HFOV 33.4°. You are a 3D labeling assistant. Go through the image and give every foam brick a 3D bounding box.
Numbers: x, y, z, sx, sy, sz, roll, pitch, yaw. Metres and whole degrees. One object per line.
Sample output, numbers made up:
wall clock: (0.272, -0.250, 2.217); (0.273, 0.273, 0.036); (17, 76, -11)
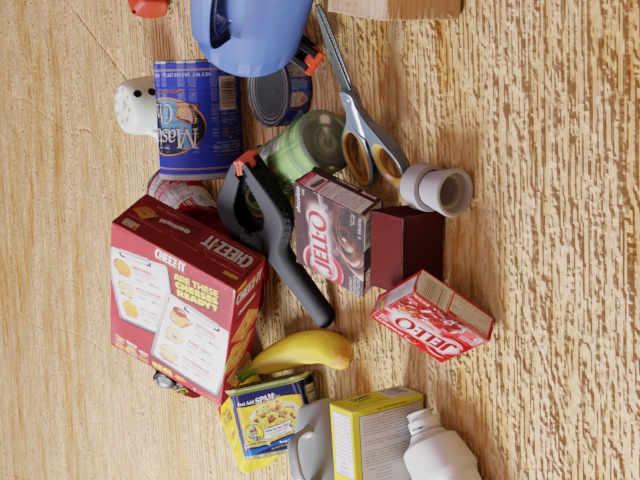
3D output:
foam brick: (0.082, 0.008, 1.021); (0.051, 0.052, 0.078); (18, 111, 54)

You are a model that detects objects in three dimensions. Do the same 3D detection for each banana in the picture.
banana: (-0.016, 0.128, 1.187); (0.037, 0.069, 0.198); (47, 144, -18)

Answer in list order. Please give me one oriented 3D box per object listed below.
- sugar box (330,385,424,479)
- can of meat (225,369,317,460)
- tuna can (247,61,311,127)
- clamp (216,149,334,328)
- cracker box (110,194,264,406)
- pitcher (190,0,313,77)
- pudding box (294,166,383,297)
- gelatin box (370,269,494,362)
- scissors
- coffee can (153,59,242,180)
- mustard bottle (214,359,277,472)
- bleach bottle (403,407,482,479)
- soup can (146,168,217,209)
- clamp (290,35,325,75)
sugar box: (0.061, 0.242, 1.068); (0.048, 0.093, 0.176); (12, 107, 55)
can of meat: (-0.049, 0.200, 1.225); (0.102, 0.057, 0.084); (-14, 87, 15)
tuna can: (-0.046, -0.169, 1.190); (0.086, 0.033, 0.086); (18, 111, 54)
clamp: (-0.058, 0.001, 1.165); (0.165, 0.036, 0.210); (19, 131, 25)
cracker box: (-0.155, 0.071, 1.222); (0.164, 0.072, 0.214); (27, 137, 15)
pitcher: (-0.063, -0.246, 0.968); (0.243, 0.149, 0.145); (110, 144, -66)
pudding box: (0.018, -0.008, 1.081); (0.090, 0.039, 0.113); (27, 137, 28)
gelatin box: (0.103, 0.072, 0.979); (0.073, 0.089, 0.030); (-35, 25, 52)
scissors: (0.043, -0.125, 1.017); (0.096, 0.016, 0.202); (31, 147, 35)
coffee can: (-0.146, -0.147, 1.282); (0.103, 0.102, 0.140); (12, 107, 55)
mustard bottle: (-0.106, 0.187, 1.337); (0.192, 0.058, 0.096); (65, 151, 25)
bleach bottle: (0.130, 0.284, 1.005); (0.103, 0.067, 0.251); (-42, 60, 51)
soup can: (-0.173, -0.044, 1.378); (0.102, 0.068, 0.069); (49, 135, 38)
clamp: (-0.054, -0.233, 1.155); (0.171, 0.120, 0.039); (43, 112, 19)
